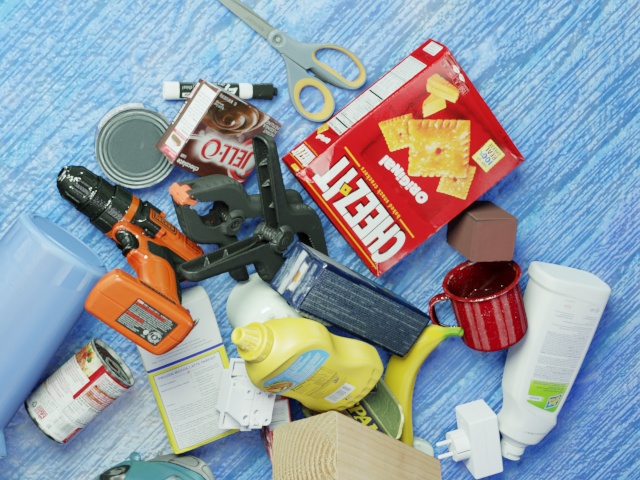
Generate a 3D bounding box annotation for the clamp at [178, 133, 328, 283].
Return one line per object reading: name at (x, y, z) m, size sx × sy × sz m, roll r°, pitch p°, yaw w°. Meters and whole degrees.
clamp at (-0.057, 0.001, 1.128) m, size 0.164 × 0.036 × 0.209 m, roll -56°, pitch 145°, yaw -7°

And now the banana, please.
banana at (0.106, 0.174, 1.277) m, size 0.037 × 0.070 × 0.198 m, roll -12°, pitch 128°, yaw -47°

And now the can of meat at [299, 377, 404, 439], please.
can of meat at (0.036, 0.196, 1.252) m, size 0.084 × 0.057 × 0.102 m, roll -21°, pitch 117°, yaw 28°

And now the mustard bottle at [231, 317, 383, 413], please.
mustard bottle at (-0.024, 0.127, 1.131) m, size 0.096 × 0.058 × 0.191 m, roll -38°, pitch 140°, yaw 22°

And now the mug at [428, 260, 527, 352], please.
mug at (0.186, 0.079, 1.256) m, size 0.117 × 0.093 × 0.081 m, roll -13°, pitch 118°, yaw 10°

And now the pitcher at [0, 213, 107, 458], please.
pitcher at (-0.338, 0.090, 1.095) m, size 0.149 × 0.145 × 0.243 m, roll 35°, pitch 93°, yaw -36°

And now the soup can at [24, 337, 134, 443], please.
soup can at (-0.263, 0.165, 1.167) m, size 0.102 × 0.068 × 0.068 m, roll -41°, pitch 115°, yaw 2°

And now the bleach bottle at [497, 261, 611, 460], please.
bleach bottle at (0.267, 0.156, 1.316) m, size 0.102 × 0.068 × 0.251 m, roll 11°, pitch 108°, yaw -20°

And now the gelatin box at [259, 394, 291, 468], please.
gelatin box at (-0.055, 0.208, 1.238) m, size 0.030 × 0.073 × 0.089 m, roll -10°, pitch 112°, yaw -11°

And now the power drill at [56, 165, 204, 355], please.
power drill at (-0.191, 0.016, 1.070) m, size 0.184 × 0.187 × 0.057 m, roll 36°, pitch 112°, yaw -26°

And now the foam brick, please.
foam brick at (0.184, -0.011, 1.224) m, size 0.053 × 0.078 × 0.051 m, roll -1°, pitch 108°, yaw -16°

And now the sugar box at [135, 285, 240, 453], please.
sugar box at (-0.150, 0.146, 1.204) m, size 0.093 × 0.048 × 0.176 m, roll -20°, pitch 110°, yaw -14°

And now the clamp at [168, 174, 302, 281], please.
clamp at (-0.090, -0.031, 1.133) m, size 0.120 × 0.039 × 0.171 m, roll -53°, pitch 146°, yaw -3°

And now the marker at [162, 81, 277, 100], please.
marker at (-0.104, -0.157, 1.122) m, size 0.121 × 0.020 × 0.020 m, roll -2°, pitch 109°, yaw -15°

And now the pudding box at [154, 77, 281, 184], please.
pudding box at (-0.104, -0.108, 1.105) m, size 0.113 × 0.039 × 0.090 m, roll 24°, pitch 102°, yaw -52°

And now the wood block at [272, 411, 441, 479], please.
wood block at (0.046, 0.272, 1.211) m, size 0.091 × 0.090 × 0.205 m, roll -22°, pitch 144°, yaw 33°

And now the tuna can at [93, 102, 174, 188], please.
tuna can at (-0.192, -0.100, 1.110) m, size 0.086 × 0.034 × 0.086 m, roll -5°, pitch 110°, yaw -14°

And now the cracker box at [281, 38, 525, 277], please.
cracker box at (0.093, -0.089, 1.173) m, size 0.213 × 0.072 × 0.164 m, roll -39°, pitch 115°, yaw 1°

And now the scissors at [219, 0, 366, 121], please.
scissors at (-0.047, -0.192, 1.128) m, size 0.201 × 0.016 × 0.096 m, roll 19°, pitch 103°, yaw -21°
